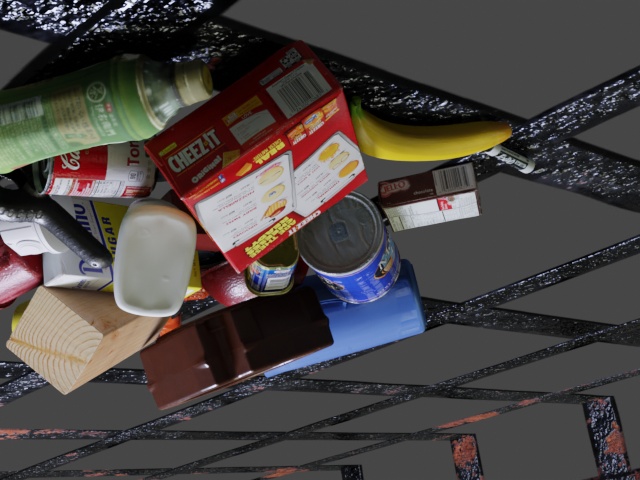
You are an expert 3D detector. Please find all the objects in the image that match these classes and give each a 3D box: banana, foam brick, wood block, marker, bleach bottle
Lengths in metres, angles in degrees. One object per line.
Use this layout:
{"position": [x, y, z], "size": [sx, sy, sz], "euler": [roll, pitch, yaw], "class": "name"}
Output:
{"position": [0.100, -0.104, 1.072], "size": [0.197, 0.037, 0.070], "euler": [3, 159, -31], "class": "banana"}
{"position": [-0.139, -0.021, 1.185], "size": [0.078, 0.053, 0.051], "euler": [5, 157, -33], "class": "foam brick"}
{"position": [-0.251, 0.087, 1.226], "size": [0.090, 0.091, 0.205], "euler": [-55, 172, 20], "class": "wood block"}
{"position": [0.199, -0.096, 1.166], "size": [0.020, 0.020, 0.120], "euler": [-22, 157, 33], "class": "marker"}
{"position": [-0.167, -0.003, 1.046], "size": [0.068, 0.102, 0.251], "euler": [8, -170, -12], "class": "bleach bottle"}

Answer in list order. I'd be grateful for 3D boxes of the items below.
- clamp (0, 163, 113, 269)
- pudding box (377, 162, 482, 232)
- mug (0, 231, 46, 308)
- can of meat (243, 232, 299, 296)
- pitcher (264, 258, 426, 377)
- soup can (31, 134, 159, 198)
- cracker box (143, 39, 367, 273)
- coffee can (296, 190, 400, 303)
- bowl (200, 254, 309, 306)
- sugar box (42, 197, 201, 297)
{"position": [-0.262, -0.051, 1.009], "size": [0.171, 0.120, 0.039], "euler": [28, 129, -18], "class": "clamp"}
{"position": [0.128, -0.049, 1.244], "size": [0.113, 0.039, 0.090], "euler": [-10, 162, 9], "class": "pudding box"}
{"position": [-0.339, 0.021, 1.150], "size": [0.082, 0.093, 0.117], "euler": [-24, -175, 26], "class": "mug"}
{"position": [-0.058, 0.002, 1.213], "size": [0.057, 0.102, 0.084], "euler": [-5, 159, -11], "class": "can of meat"}
{"position": [0.020, 0.100, 1.496], "size": [0.243, 0.145, 0.149], "euler": [-14, -157, 4], "class": "pitcher"}
{"position": [-0.206, -0.074, 0.981], "size": [0.102, 0.068, 0.069], "euler": [1, 159, -28], "class": "soup can"}
{"position": [-0.050, -0.070, 0.975], "size": [0.164, 0.072, 0.213], "euler": [-35, 161, -4], "class": "cracker box"}
{"position": [0.035, 0.010, 1.271], "size": [0.103, 0.103, 0.140], "euler": [-12, 161, 9], "class": "coffee can"}
{"position": [-0.074, 0.045, 1.332], "size": [0.162, 0.055, 0.162], "euler": [-21, 173, -3], "class": "bowl"}
{"position": [-0.218, 0.009, 1.177], "size": [0.175, 0.093, 0.048], "euler": [9, 154, -42], "class": "sugar box"}
